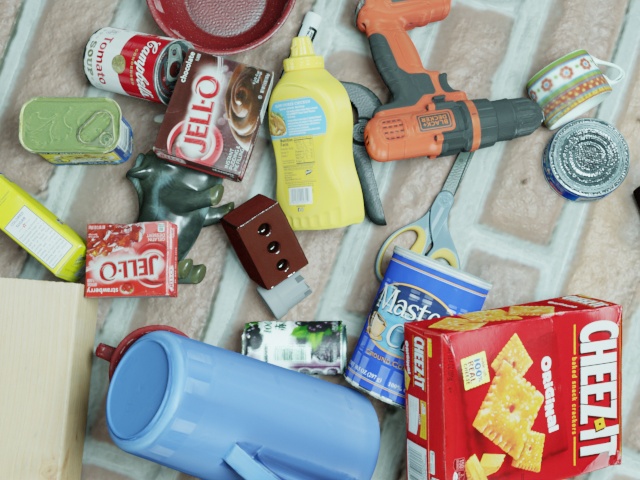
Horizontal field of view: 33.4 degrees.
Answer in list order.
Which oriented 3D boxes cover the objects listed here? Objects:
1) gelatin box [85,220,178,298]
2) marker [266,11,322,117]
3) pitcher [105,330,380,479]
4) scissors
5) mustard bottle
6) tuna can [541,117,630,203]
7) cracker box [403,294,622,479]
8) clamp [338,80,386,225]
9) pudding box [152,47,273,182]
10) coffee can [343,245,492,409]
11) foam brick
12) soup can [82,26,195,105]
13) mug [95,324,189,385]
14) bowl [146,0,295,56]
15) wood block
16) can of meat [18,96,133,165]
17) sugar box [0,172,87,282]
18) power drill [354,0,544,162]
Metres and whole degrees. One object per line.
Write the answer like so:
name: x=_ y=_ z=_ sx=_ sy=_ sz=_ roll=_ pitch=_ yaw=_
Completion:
gelatin box: x=-0.184 y=0.020 z=1.043 sx=0.089 sy=0.030 sz=0.073 roll=-1 pitch=84 yaw=14
marker: x=-0.029 y=-0.185 z=1.133 sx=0.020 sy=0.020 sz=0.121 roll=22 pitch=84 yaw=4
pitcher: x=-0.065 y=0.172 z=0.967 sx=0.242 sy=0.149 sz=0.145 roll=26 pitch=60 yaw=-38
scissors: x=0.139 y=-0.023 z=1.111 sx=0.096 sy=0.016 sz=0.201 roll=41 pitch=86 yaw=4
mustard bottle: x=-0.009 y=-0.108 z=1.072 sx=0.058 sy=0.096 sz=0.191 roll=-12 pitch=98 yaw=-43
tuna can: x=0.275 y=-0.083 z=1.107 sx=0.086 sy=0.034 sz=0.086 roll=0 pitch=83 yaw=1
cracker box: x=0.184 y=0.146 z=1.000 sx=0.213 sy=0.072 sz=0.164 roll=-6 pitch=100 yaw=-27
clamp: x=0.042 y=-0.100 z=1.112 sx=0.171 sy=0.039 sz=0.120 roll=34 pitch=80 yaw=10
pudding box: x=-0.104 y=-0.123 z=1.050 sx=0.090 sy=0.039 sz=0.113 roll=17 pitch=77 yaw=3
coffee can: x=0.095 y=0.088 z=1.046 sx=0.103 sy=0.103 sz=0.140 roll=22 pitch=92 yaw=4
foam brick: x=-0.057 y=0.001 z=1.074 sx=0.053 sy=0.051 sz=0.078 roll=-34 pitch=116 yaw=-15
soup can: x=-0.184 y=-0.179 z=1.094 sx=0.102 sy=0.068 sz=0.068 roll=16 pitch=83 yaw=30
mug: x=-0.169 y=0.129 z=1.066 sx=0.117 sy=0.081 sz=0.093 roll=17 pitch=84 yaw=3
bowl: x=-0.102 y=-0.266 z=1.127 sx=0.162 sy=0.055 sz=0.162 roll=0 pitch=83 yaw=1
wood block: x=-0.282 y=0.144 z=1.063 sx=0.091 sy=0.090 sz=0.206 roll=4 pitch=84 yaw=2
can of meat: x=-0.247 y=-0.109 z=1.096 sx=0.102 sy=0.084 sz=0.057 roll=0 pitch=83 yaw=1
sugar box: x=-0.309 y=-0.030 z=1.083 sx=0.176 sy=0.093 sz=0.048 roll=41 pitch=85 yaw=5
power drill: x=0.120 y=-0.175 z=1.090 sx=0.184 sy=0.057 sz=0.188 roll=-10 pitch=69 yaw=-10
